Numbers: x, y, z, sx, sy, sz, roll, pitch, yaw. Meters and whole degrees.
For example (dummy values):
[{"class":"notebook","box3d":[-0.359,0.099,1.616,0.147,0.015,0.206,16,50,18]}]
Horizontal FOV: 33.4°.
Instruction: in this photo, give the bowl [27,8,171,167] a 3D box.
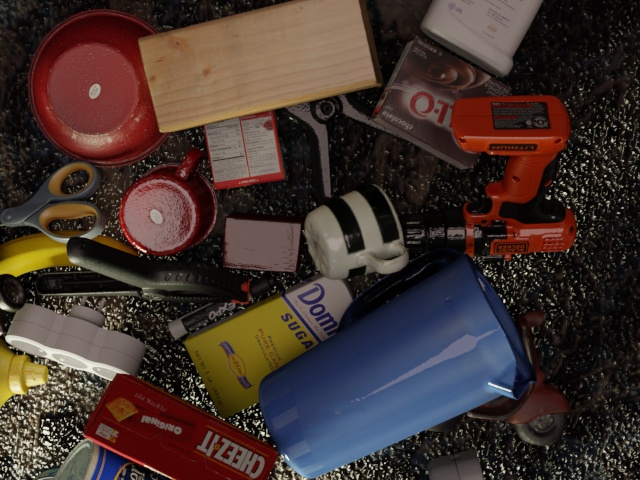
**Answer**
[{"class":"bowl","box3d":[-0.221,-0.151,1.067,0.162,0.055,0.162,0,98,3]}]

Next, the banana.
[{"class":"banana","box3d":[-0.289,0.024,1.106,0.198,0.037,0.069,-19,114,6]}]

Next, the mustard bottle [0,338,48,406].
[{"class":"mustard bottle","box3d":[-0.380,0.139,1.113,0.191,0.058,0.096,0,97,3]}]

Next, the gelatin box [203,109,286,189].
[{"class":"gelatin box","box3d":[-0.077,-0.101,1.080,0.073,0.030,0.089,-9,97,5]}]

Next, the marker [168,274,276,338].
[{"class":"marker","box3d":[-0.101,0.068,1.109,0.121,0.020,0.020,-27,96,6]}]

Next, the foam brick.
[{"class":"foam brick","box3d":[-0.057,0.001,1.082,0.078,0.053,0.051,4,98,3]}]

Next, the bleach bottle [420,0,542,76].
[{"class":"bleach bottle","box3d":[0.199,-0.291,1.026,0.102,0.068,0.251,30,96,-2]}]

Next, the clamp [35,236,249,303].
[{"class":"clamp","box3d":[-0.166,0.035,1.041,0.209,0.165,0.036,6,74,-16]}]

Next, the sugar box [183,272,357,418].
[{"class":"sugar box","box3d":[-0.041,0.104,1.098,0.176,0.048,0.093,-26,96,7]}]

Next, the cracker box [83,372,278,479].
[{"class":"cracker box","box3d":[-0.130,0.195,1.030,0.164,0.214,0.072,26,77,0]}]

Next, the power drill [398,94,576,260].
[{"class":"power drill","box3d":[0.158,-0.053,1.014,0.184,0.057,0.188,-3,142,2]}]

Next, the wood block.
[{"class":"wood block","box3d":[-0.053,-0.167,1.003,0.206,0.090,0.090,-12,96,8]}]

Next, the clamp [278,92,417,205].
[{"class":"clamp","box3d":[0.018,-0.132,1.068,0.120,0.039,0.171,-28,99,-5]}]

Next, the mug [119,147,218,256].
[{"class":"mug","box3d":[-0.148,-0.039,1.065,0.093,0.081,0.117,31,98,-2]}]

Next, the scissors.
[{"class":"scissors","box3d":[-0.307,-0.041,1.100,0.202,0.016,0.096,6,70,20]}]

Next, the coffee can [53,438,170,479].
[{"class":"coffee can","box3d":[-0.199,0.277,1.082,0.140,0.103,0.103,33,98,-20]}]

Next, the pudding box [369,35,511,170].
[{"class":"pudding box","box3d":[0.118,-0.133,1.047,0.113,0.039,0.090,27,84,-8]}]

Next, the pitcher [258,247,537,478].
[{"class":"pitcher","box3d":[0.066,0.117,1.004,0.243,0.149,0.145,-29,91,11]}]
